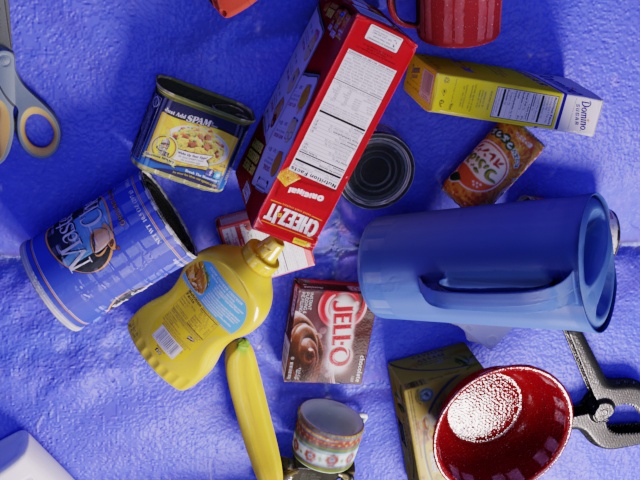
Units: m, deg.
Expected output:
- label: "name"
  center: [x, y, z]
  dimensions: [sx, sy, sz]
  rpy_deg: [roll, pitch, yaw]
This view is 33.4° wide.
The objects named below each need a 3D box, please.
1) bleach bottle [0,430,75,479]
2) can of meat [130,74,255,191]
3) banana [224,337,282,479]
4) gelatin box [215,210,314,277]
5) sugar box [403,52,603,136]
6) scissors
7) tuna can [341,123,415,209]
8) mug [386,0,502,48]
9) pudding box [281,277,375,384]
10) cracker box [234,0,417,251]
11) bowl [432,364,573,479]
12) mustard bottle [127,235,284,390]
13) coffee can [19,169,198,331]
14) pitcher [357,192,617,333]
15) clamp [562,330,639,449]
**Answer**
- label: "bleach bottle"
  center: [-0.288, 0.327, 1.186]
  dimensions: [0.102, 0.068, 0.250]
  rpy_deg: [-32, 117, 3]
- label: "can of meat"
  center: [-0.126, -0.102, 1.040]
  dimensions: [0.102, 0.057, 0.084]
  rpy_deg: [18, 110, -17]
- label: "banana"
  center: [-0.075, 0.185, 1.161]
  dimensions: [0.037, 0.069, 0.198]
  rpy_deg: [-13, 109, -2]
- label: "gelatin box"
  center: [-0.057, 0.001, 1.112]
  dimensions: [0.089, 0.030, 0.073]
  rpy_deg: [-16, 116, -3]
- label: "sugar box"
  center: [0.180, -0.147, 1.063]
  dimensions: [0.176, 0.093, 0.048]
  rpy_deg: [4, 112, -14]
- label: "scissors"
  center: [-0.280, -0.160, 1.006]
  dimensions: [0.096, 0.016, 0.202]
  rpy_deg: [13, 109, -18]
- label: "tuna can"
  center: [0.054, -0.076, 1.099]
  dimensions: [0.086, 0.034, 0.086]
  rpy_deg: [-4, 113, -10]
- label: "mug"
  center: [0.120, -0.232, 1.017]
  dimensions: [0.117, 0.093, 0.081]
  rpy_deg: [-8, 119, -9]
- label: "pudding box"
  center: [0.008, 0.099, 1.161]
  dimensions: [0.090, 0.039, 0.113]
  rpy_deg: [5, 112, -14]
- label: "cracker box"
  center: [0.001, -0.118, 0.999]
  dimensions: [0.072, 0.164, 0.214]
  rpy_deg: [22, 106, -17]
- label: "bowl"
  center: [0.188, 0.194, 1.156]
  dimensions: [0.162, 0.055, 0.162]
  rpy_deg: [-6, 113, -14]
- label: "mustard bottle"
  center: [-0.105, 0.061, 1.082]
  dimensions: [0.192, 0.058, 0.096]
  rpy_deg: [-44, 81, 23]
- label: "coffee can"
  center: [-0.206, 0.010, 1.045]
  dimensions: [0.140, 0.103, 0.102]
  rpy_deg: [-31, 115, 2]
- label: "pitcher"
  center: [0.158, 0.027, 1.050]
  dimensions: [0.243, 0.145, 0.149]
  rpy_deg: [-2, 154, 30]
- label: "clamp"
  center: [0.319, 0.203, 1.269]
  dimensions: [0.209, 0.036, 0.165]
  rpy_deg: [30, 104, -21]
